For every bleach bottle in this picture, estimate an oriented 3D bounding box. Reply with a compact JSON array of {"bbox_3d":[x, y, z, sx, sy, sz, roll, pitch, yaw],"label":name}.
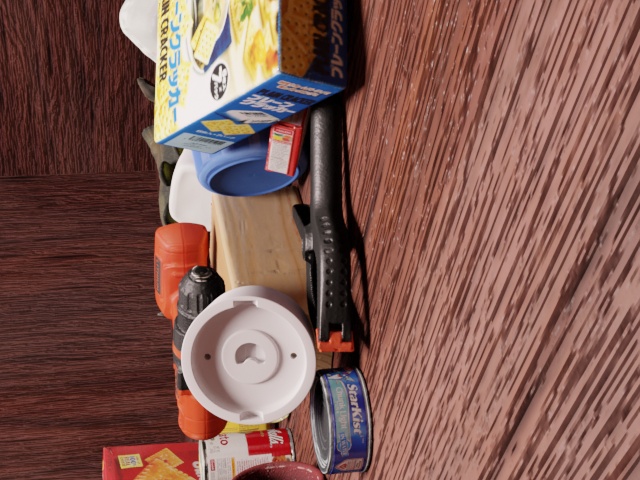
[{"bbox_3d":[-0.102,-0.135,1.179,0.103,0.068,0.250,106,178,-50],"label":"bleach bottle"}]

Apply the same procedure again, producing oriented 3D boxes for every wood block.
[{"bbox_3d":[-0.051,0.041,1.024,0.206,0.090,0.091,-107,19,-52],"label":"wood block"}]

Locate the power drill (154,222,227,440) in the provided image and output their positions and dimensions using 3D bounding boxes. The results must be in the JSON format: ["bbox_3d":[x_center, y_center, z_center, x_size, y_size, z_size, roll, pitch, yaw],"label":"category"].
[{"bbox_3d":[-0.120,0.063,0.995,0.188,0.057,0.184,-109,21,-54],"label":"power drill"}]

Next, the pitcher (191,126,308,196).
[{"bbox_3d":[-0.079,-0.168,1.061,0.145,0.149,0.243,-42,54,57],"label":"pitcher"}]

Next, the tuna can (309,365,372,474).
[{"bbox_3d":[0.015,0.145,0.862,0.086,0.033,0.086,177,90,-79],"label":"tuna can"}]

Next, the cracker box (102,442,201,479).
[{"bbox_3d":[-0.165,0.329,1.348,0.164,0.213,0.072,-112,24,-59],"label":"cracker box"}]

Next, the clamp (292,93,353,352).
[{"bbox_3d":[0.002,0.004,0.884,0.165,0.036,0.210,104,164,-59],"label":"clamp"}]

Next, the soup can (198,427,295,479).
[{"bbox_3d":[-0.084,0.250,1.206,0.068,0.102,0.068,177,90,-79],"label":"soup can"}]

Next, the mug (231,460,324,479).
[{"bbox_3d":[-0.034,0.266,1.037,0.117,0.093,0.081,-37,-56,-66],"label":"mug"}]

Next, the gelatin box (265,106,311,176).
[{"bbox_3d":[-0.024,-0.114,0.938,0.073,0.030,0.089,104,179,-59],"label":"gelatin box"}]
